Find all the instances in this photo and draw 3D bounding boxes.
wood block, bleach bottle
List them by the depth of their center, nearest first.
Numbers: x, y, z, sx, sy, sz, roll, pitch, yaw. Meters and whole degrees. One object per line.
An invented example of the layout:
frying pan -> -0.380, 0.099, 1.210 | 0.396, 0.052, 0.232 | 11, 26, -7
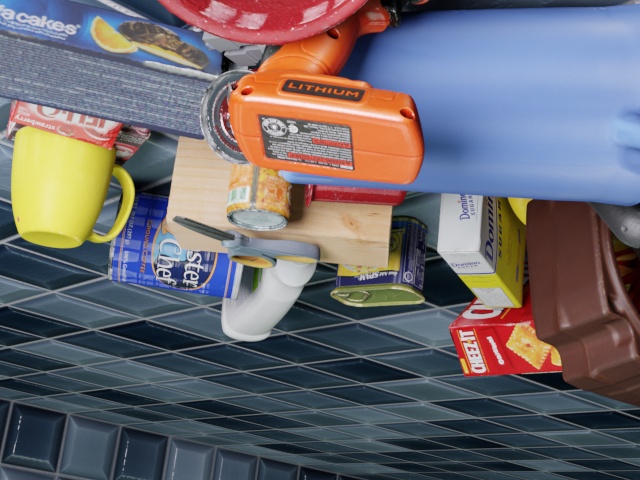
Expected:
wood block -> -0.034, -0.037, 1.020 | 0.206, 0.090, 0.091 | 5, 162, 5
bleach bottle -> -0.056, 0.048, 1.256 | 0.068, 0.102, 0.251 | 7, 163, -16

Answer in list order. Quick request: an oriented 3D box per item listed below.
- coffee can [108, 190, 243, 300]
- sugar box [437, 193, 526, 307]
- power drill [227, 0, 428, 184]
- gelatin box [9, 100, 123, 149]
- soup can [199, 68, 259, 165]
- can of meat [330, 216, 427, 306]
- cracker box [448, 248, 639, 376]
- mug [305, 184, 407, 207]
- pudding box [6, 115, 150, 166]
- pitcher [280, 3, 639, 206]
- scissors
coffee can -> -0.152, 0.005, 1.165 | 0.140, 0.103, 0.103 | 9, 161, -5
sugar box -> 0.162, -0.002, 1.043 | 0.048, 0.093, 0.176 | -1, 160, 21
power drill -> 0.037, -0.119, 0.601 | 0.184, 0.187, 0.057 | 6, 143, 14
gelatin box -> -0.200, -0.120, 0.876 | 0.089, 0.030, 0.073 | 16, 127, -24
soup can -> -0.035, -0.096, 0.798 | 0.069, 0.068, 0.102 | -2, -170, 26
can of meat -> 0.066, 0.024, 1.170 | 0.102, 0.084, 0.057 | -6, 158, 33
cracker box -> 0.268, 0.072, 1.134 | 0.214, 0.072, 0.163 | -8, -160, 38
mug -> 0.030, -0.066, 0.906 | 0.081, 0.093, 0.117 | 4, 151, -5
pudding box -> -0.217, -0.106, 0.960 | 0.113, 0.039, 0.090 | 15, 160, -22
pitcher -> 0.093, -0.093, 0.707 | 0.242, 0.145, 0.149 | 1, 156, -6
scissors -> -0.056, 0.001, 0.932 | 0.096, 0.016, 0.201 | 0, 169, 8
